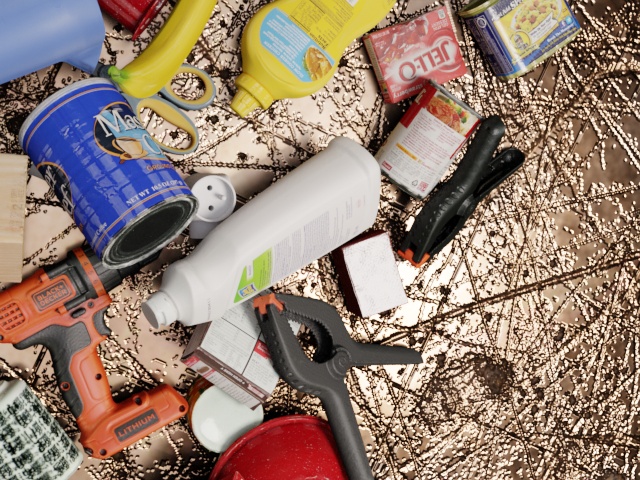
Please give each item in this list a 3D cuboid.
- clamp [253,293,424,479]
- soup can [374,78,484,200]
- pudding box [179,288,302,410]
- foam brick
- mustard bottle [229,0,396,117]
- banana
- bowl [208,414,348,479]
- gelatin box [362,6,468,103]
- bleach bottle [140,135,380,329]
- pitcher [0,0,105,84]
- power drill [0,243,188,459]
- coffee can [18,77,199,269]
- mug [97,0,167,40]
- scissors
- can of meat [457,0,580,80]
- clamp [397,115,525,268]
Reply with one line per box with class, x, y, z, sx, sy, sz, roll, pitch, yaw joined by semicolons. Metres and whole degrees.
clamp;0.017;0.116;1.045;0.210;0.036;0.164;51;49;-19
soup can;0.106;-0.100;1.061;0.068;0.068;0.102;32;103;-15
pudding box;-0.073;0.093;1.031;0.090;0.039;0.113;36;45;-14
foam brick;0.048;0.033;1.079;0.053;0.051;0.078;-18;99;-12
mustard bottle;-0.020;-0.196;1.036;0.096;0.058;0.191;41;84;-13
banana;-0.135;-0.195;0.995;0.037;0.070;0.197;29;59;1
bowl;-0.030;0.253;1.048;0.161;0.055;0.162;-11;120;-21
gelatin box;0.097;-0.188;1.082;0.089;0.030;0.073;-22;100;-11
bleach bottle;-0.057;0.001;0.992;0.250;0.068;0.102;-32;146;-27
pitcher;-0.316;-0.187;0.884;0.242;0.145;0.149;-28;65;-16
power drill;-0.201;0.096;1.015;0.184;0.057;0.187;-29;97;-12
coffee can;-0.189;-0.060;0.956;0.102;0.103;0.140;-35;76;-9
mug;-0.172;-0.246;0.965;0.081;0.117;0.093;37;73;-10
scissors;-0.183;-0.167;1.019;0.201;0.016;0.096;44;82;-14
can of meat;0.206;-0.225;1.094;0.102;0.057;0.084;-35;105;-9
clamp;0.147;-0.045;1.090;0.171;0.039;0.120;-53;149;13
